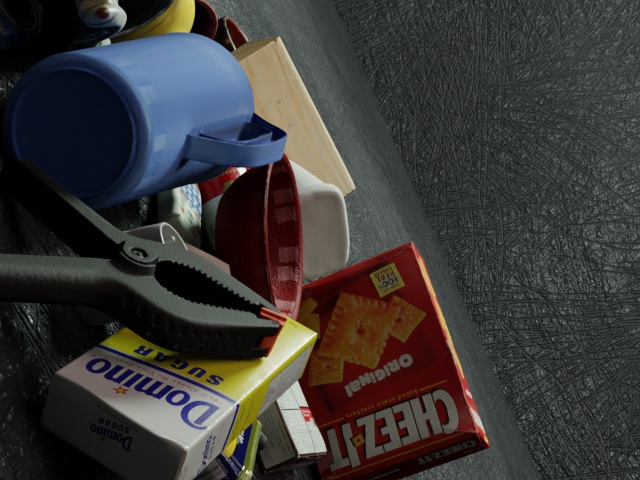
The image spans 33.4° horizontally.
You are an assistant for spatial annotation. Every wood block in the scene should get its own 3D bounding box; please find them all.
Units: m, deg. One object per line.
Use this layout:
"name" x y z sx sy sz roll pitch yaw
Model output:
"wood block" -0.055 -0.130 1.285 0.091 0.090 0.206 11 -48 61

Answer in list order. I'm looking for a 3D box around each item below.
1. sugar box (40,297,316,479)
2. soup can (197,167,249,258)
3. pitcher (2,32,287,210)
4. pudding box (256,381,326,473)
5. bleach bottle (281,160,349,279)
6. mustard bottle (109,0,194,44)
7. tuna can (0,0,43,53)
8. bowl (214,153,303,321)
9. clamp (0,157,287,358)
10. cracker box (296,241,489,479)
"sugar box" -0.081 0.084 0.666 0.093 0.048 0.176 27 25 14
"soup can" -0.093 -0.039 1.064 0.102 0.068 0.068 67 12 13
"pitcher" -0.133 -0.091 0.823 0.145 0.149 0.242 62 15 -5
"pudding box" -0.041 0.149 0.958 0.113 0.039 0.090 65 12 16
"bleach bottle" -0.052 -0.054 1.152 0.251 0.068 0.102 -135 -149 -55
"mustard bottle" -0.178 -0.241 1.056 0.192 0.096 0.058 66 11 11
"tuna can" -0.244 -0.182 0.787 0.086 0.034 0.086 59 12 -22
"bowl" -0.056 0.001 0.955 0.162 0.055 0.162 -2 90 -80
"clamp" -0.123 0.016 0.658 0.209 0.036 0.164 20 24 -16
"cracker box" 0.056 0.130 1.079 0.072 0.164 0.214 50 21 -61
